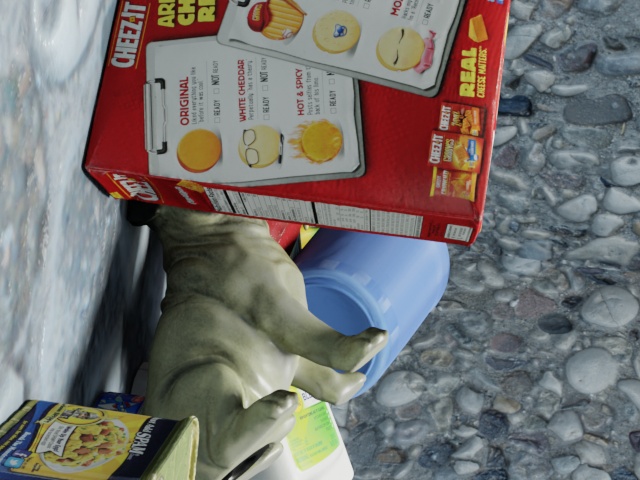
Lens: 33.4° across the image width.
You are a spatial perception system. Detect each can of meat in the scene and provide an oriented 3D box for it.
[{"bbox_3d":[-0.109,0.115,0.496,0.102,0.084,0.057,-61,158,-77],"label":"can of meat"}]

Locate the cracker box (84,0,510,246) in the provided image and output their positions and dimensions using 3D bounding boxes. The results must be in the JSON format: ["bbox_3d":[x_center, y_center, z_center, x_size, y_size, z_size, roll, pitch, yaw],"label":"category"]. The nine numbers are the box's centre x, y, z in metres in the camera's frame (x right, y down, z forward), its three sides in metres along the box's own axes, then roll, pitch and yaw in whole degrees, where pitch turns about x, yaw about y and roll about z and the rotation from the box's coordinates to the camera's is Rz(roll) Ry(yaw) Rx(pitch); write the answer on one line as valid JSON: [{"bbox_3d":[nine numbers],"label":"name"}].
[{"bbox_3d":[-0.007,-0.093,0.603,0.072,0.214,0.164,77,22,-74],"label":"cracker box"}]

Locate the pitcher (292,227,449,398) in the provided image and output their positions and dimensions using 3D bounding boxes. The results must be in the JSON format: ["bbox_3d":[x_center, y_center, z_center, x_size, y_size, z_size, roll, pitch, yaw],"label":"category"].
[{"bbox_3d":[0.024,0.056,0.913,0.242,0.145,0.149,-42,122,-70],"label":"pitcher"}]
